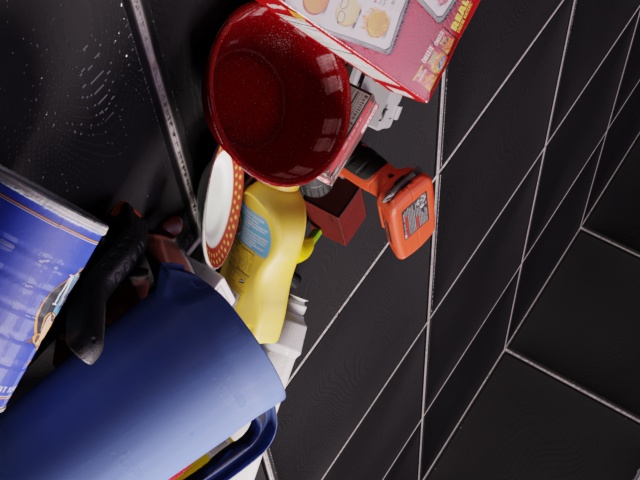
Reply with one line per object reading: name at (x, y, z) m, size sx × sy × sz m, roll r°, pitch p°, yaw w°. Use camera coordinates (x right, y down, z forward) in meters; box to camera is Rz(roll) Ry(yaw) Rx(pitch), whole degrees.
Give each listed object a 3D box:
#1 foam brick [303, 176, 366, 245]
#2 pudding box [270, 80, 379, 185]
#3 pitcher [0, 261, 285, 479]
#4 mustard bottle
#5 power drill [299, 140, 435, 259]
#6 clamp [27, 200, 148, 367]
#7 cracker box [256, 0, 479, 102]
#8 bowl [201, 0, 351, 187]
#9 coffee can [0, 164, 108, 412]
foam brick at (0.019, -0.040, 1.279) m, size 0.051 × 0.053 × 0.078 m, roll -56°, pitch 160°, yaw -18°
pudding box at (-0.015, -0.117, 0.999) m, size 0.090 × 0.113 × 0.039 m, roll -59°, pitch 164°, yaw -7°
pitcher at (-0.151, 0.146, 0.819) m, size 0.242 × 0.149 × 0.145 m, roll -37°, pitch 166°, yaw -14°
mustard bottle at (-0.057, 0.001, 1.081) m, size 0.058 × 0.096 × 0.192 m, roll 2°, pitch 113°, yaw -32°
power drill at (0.031, -0.064, 1.082) m, size 0.057 × 0.188 × 0.184 m, roll -43°, pitch 152°, yaw -15°
clamp at (-0.193, 0.046, 0.815) m, size 0.165 × 0.036 × 0.209 m, roll -29°, pitch -155°, yaw 30°
cracker box at (0.040, -0.239, 0.899) m, size 0.213 × 0.072 × 0.164 m, roll 27°, pitch 90°, yaw -36°
bowl at (-0.048, -0.126, 0.928) m, size 0.161 × 0.055 × 0.162 m, roll 1°, pitch 89°, yaw -41°
coffee can at (-0.218, 0.026, 0.698) m, size 0.140 × 0.103 × 0.102 m, roll -61°, pitch 160°, yaw -3°
